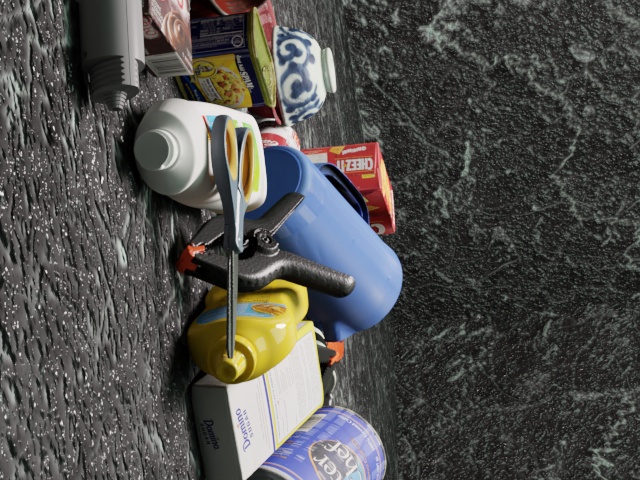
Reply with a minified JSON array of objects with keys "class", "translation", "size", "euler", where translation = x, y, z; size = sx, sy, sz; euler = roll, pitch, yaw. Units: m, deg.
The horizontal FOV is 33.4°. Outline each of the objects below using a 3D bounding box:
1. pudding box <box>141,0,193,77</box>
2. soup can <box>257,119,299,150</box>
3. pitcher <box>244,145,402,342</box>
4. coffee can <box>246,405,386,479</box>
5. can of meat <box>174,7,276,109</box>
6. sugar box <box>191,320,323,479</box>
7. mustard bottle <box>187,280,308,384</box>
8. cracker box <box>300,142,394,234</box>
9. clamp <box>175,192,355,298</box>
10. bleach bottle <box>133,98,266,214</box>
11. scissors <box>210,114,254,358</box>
[{"class":"pudding box","translation":[-0.137,-0.194,0.860],"size":[0.113,0.039,0.090],"euler":[62,22,-72]},{"class":"soup can","translation":[-0.061,-0.097,1.276],"size":[0.102,0.068,0.068],"euler":[-82,164,-64]},{"class":"pitcher","translation":[-0.009,-0.010,1.208],"size":[0.149,0.145,0.242],"euler":[53,2,40]},{"class":"coffee can","translation":[-0.012,0.235,1.036],"size":[0.140,0.103,0.103],"euler":[-30,116,-55]},{"class":"can of meat","translation":[-0.093,-0.167,1.013],"size":[0.102,0.084,0.057],"euler":[73,13,-57]},{"class":"sugar box","translation":[-0.056,0.146,1.001],"size":[0.176,0.048,0.093],"euler":[-29,114,-59]},{"class":"mustard bottle","translation":[-0.067,0.080,0.950],"size":[0.191,0.096,0.058],"euler":[-72,156,-74]},{"class":"cracker box","translation":[0.010,-0.059,1.433],"size":[0.213,0.164,0.072],"euler":[61,26,-72]},{"class":"clamp","translation":[-0.056,0.001,0.973],"size":[0.039,0.171,0.120],"euler":[-57,-135,33]},{"class":"bleach bottle","translation":[-0.106,-0.068,0.919],"size":[0.250,0.068,0.102],"euler":[-26,110,-80]},{"class":"scissors","translation":[-0.076,-0.015,0.865],"size":[0.096,0.016,0.201],"euler":[65,25,-58]}]
